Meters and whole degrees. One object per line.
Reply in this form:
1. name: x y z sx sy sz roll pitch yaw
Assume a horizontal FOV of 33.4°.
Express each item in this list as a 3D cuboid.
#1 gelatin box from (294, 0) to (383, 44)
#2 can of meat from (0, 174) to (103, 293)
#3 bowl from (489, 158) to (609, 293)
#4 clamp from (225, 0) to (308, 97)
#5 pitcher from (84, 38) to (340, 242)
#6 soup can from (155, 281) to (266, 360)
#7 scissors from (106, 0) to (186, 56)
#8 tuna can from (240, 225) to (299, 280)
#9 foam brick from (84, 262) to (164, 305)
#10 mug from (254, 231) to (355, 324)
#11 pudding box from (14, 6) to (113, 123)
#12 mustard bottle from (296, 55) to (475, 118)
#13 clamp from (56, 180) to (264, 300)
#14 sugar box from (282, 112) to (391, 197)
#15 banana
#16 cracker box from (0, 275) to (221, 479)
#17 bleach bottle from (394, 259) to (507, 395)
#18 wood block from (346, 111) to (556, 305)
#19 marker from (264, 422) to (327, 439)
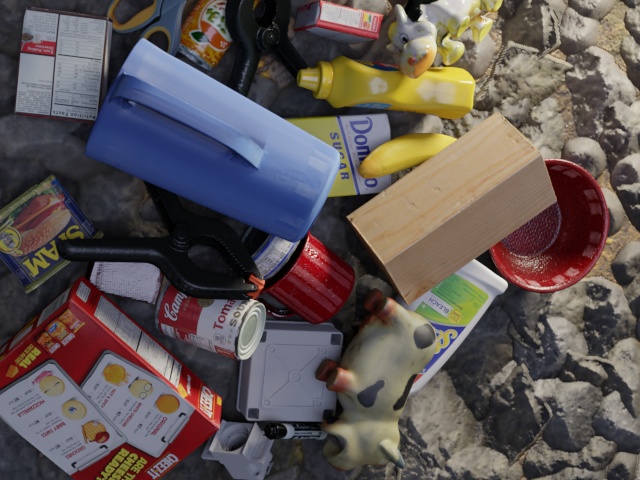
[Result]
1. gelatin box: 0.018 -0.238 1.168 0.073 0.089 0.030 9 94 -18
2. can of meat: -0.296 -0.009 1.127 0.102 0.057 0.084 -38 104 -8
3. bowl: 0.264 -0.020 1.289 0.162 0.055 0.162 -2 99 -16
4. clamp: -0.069 -0.211 1.135 0.120 0.039 0.171 -39 132 -29
5. pitcher: -0.106 -0.095 1.081 0.242 0.149 0.145 26 127 -5
6. soup can: -0.119 0.085 1.161 0.102 0.068 0.068 17 94 19
7. scissors: -0.135 -0.239 1.093 0.202 0.016 0.096 -12 105 30
8. tuna can: -0.058 0.001 1.182 0.033 0.086 0.086 37 87 -20
9. foam brick: -0.213 0.033 1.160 0.078 0.053 0.051 14 94 -19
10. mug: -0.023 0.048 1.205 0.081 0.093 0.117 38 117 -23
11. pudding box: -0.267 -0.182 1.112 0.090 0.039 0.113 7 98 -6
12. mustard bottle: 0.067 -0.172 1.188 0.191 0.096 0.058 3 101 -17
13. clamp: -0.159 0.006 1.118 0.210 0.036 0.164 37 57 1
14. sugar box: -0.008 -0.094 1.204 0.176 0.048 0.093 -6 99 -14
15. banana: 0.126 -0.089 1.222 0.197 0.037 0.069 10 85 -37
16. cracker box: -0.236 0.164 1.139 0.164 0.072 0.213 -40 109 16
17. bleach bottle: 0.111 0.127 1.264 0.102 0.068 0.251 33 90 -16
18. wood block: 0.147 -0.036 1.188 0.206 0.090 0.090 -35 139 -1
19. marker: -0.028 0.218 1.219 0.121 0.020 0.020 18 93 -60
